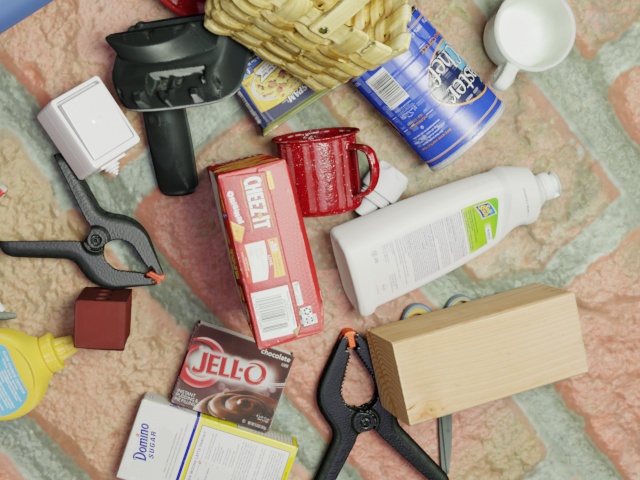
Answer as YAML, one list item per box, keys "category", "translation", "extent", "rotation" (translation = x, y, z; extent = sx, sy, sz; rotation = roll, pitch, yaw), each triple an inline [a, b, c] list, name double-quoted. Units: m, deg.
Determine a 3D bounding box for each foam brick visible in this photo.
- category: "foam brick"
  translation: [-0.225, 0.080, 1.110]
  extent: [0.053, 0.078, 0.051]
  rotation: [4, 97, -6]

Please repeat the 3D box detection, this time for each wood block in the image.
- category: "wood block"
  translation: [0.165, 0.117, 1.131]
  extent: [0.206, 0.090, 0.091]
  rotation: [-14, 99, -14]

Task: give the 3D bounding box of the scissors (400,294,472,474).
- category: "scissors"
  translation: [0.121, 0.155, 1.183]
  extent: [0.096, 0.016, 0.202]
  rotation: [13, 94, -9]

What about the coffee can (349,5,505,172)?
- category: "coffee can"
  translation: [0.107, -0.156, 1.104]
  extent: [0.103, 0.103, 0.140]
  rotation: [-44, 98, 0]

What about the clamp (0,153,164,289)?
- category: "clamp"
  translation: [-0.246, 0.004, 1.118]
  extent: [0.171, 0.039, 0.120]
  rotation: [41, 91, -5]

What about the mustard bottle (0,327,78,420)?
- category: "mustard bottle"
  translation: [-0.345, 0.145, 1.114]
  extent: [0.191, 0.058, 0.096]
  rotation: [-23, 97, -3]

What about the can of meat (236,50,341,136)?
- category: "can of meat"
  translation: [-0.041, -0.171, 1.111]
  extent: [0.102, 0.057, 0.084]
  rotation: [-35, 96, -2]

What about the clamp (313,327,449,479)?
- category: "clamp"
  translation: [0.039, 0.203, 1.170]
  extent: [0.164, 0.036, 0.210]
  rotation: [-17, 96, -6]

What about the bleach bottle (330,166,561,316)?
- category: "bleach bottle"
  translation: [0.140, -0.011, 1.141]
  extent: [0.250, 0.068, 0.102]
  rotation: [-21, 125, -9]

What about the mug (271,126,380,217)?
- category: "mug"
  translation: [0.010, -0.071, 1.105]
  extent: [0.117, 0.093, 0.081]
  rotation: [0, 104, 31]

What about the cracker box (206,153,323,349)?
- category: "cracker box"
  translation: [-0.057, 0.001, 1.049]
  extent: [0.072, 0.214, 0.164]
  rotation: [-14, 98, -6]

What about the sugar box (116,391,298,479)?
- category: "sugar box"
  translation: [-0.122, 0.234, 1.155]
  extent: [0.176, 0.048, 0.093]
  rotation: [20, 94, -4]

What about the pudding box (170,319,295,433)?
- category: "pudding box"
  translation: [-0.094, 0.146, 1.150]
  extent: [0.113, 0.039, 0.090]
  rotation: [19, 94, -8]
